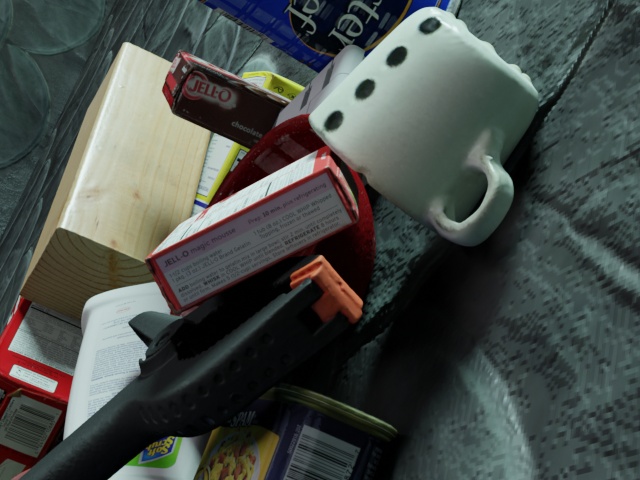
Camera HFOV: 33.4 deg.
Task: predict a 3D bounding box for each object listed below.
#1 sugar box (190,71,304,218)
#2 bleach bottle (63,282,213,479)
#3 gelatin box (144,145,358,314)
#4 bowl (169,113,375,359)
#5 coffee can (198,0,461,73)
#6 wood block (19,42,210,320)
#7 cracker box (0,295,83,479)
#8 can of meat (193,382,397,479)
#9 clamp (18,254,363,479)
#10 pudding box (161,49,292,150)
[{"bbox_3d":[-0.071,-0.044,0.828,0.176,0.048,0.093,-66,19,0],"label":"sugar box"},{"bbox_3d":[-0.102,0.114,0.588,0.102,0.068,0.251,-11,28,6],"label":"bleach bottle"},{"bbox_3d":[-0.027,-0.006,0.469,0.089,0.030,0.073,-28,10,8],"label":"gelatin box"},{"bbox_3d":[-0.019,0.014,0.582,0.162,0.055,0.162,-43,33,36],"label":"bowl"},{"bbox_3d":[0.002,-0.159,0.653,0.103,0.140,0.103,-51,21,29],"label":"coffee can"},{"bbox_3d":[-0.149,-0.043,0.823,0.091,0.090,0.206,-48,25,42],"label":"wood block"},{"bbox_3d":[-0.231,0.113,0.828,0.164,0.072,0.213,-59,13,23],"label":"cracker box"},{"bbox_3d":[-0.020,0.110,0.468,0.102,0.057,0.084,-12,53,65],"label":"can of meat"},{"bbox_3d":[-0.061,0.054,0.492,0.210,0.036,0.164,-33,18,32],"label":"clamp"},{"bbox_3d":[-0.049,-0.087,0.726,0.039,0.113,0.090,-62,19,10],"label":"pudding box"}]
